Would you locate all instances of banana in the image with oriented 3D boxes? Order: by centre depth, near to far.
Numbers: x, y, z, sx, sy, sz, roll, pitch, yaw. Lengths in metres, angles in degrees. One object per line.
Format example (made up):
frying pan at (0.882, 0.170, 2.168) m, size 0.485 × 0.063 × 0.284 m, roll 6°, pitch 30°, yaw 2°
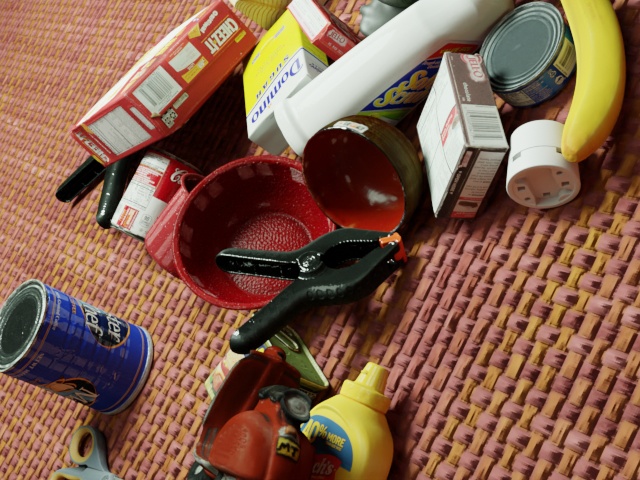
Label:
banana at (0.207, -0.143, 0.834) m, size 0.037 × 0.069 × 0.198 m, roll 116°, pitch 154°, yaw -61°

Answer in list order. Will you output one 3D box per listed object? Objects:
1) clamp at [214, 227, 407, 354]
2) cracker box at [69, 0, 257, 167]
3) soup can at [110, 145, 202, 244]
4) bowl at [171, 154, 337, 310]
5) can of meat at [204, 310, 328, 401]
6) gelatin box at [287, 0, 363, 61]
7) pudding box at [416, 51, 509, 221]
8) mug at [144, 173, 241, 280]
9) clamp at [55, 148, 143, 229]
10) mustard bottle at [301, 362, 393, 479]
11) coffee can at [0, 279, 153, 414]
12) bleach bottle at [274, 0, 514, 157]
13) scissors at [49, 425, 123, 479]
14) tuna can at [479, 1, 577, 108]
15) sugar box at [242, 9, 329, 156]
clamp at (-0.014, 0.026, 0.931) m, size 0.171 × 0.039 × 0.120 m, roll -22°, pitch 48°, yaw -6°
cracker box at (-0.184, -0.175, 1.226) m, size 0.164 × 0.072 × 0.214 m, roll -51°, pitch 18°, yaw -23°
soup can at (-0.188, -0.047, 1.214) m, size 0.069 × 0.068 × 0.102 m, roll 19°, pitch 81°, yaw 52°
bowl at (-0.057, 0.001, 1.012) m, size 0.162 × 0.055 × 0.162 m, roll -7°, pitch 62°, yaw 13°
can of meat at (-0.051, 0.127, 0.951) m, size 0.084 × 0.057 × 0.102 m, roll -53°, pitch 37°, yaw 13°
gelatin box at (0.012, -0.212, 1.094) m, size 0.030 × 0.073 × 0.089 m, roll -47°, pitch 38°, yaw 14°
pudding box at (0.115, -0.087, 0.888) m, size 0.090 × 0.039 × 0.113 m, roll 107°, pitch 164°, yaw -49°
mug at (-0.121, -0.001, 1.099) m, size 0.082 × 0.093 × 0.117 m, roll -50°, pitch 56°, yaw 19°
clamp at (-0.265, -0.119, 1.376) m, size 0.165 × 0.036 × 0.210 m, roll 14°, pitch 75°, yaw 51°
mustard bottle at (0.008, 0.187, 0.842) m, size 0.096 × 0.058 × 0.191 m, roll 13°, pitch 75°, yaw 57°
coffee can at (-0.264, 0.115, 1.132) m, size 0.103 × 0.140 × 0.103 m, roll -28°, pitch 47°, yaw 34°
bleach bottle at (0.079, -0.166, 0.962) m, size 0.251 × 0.102 × 0.068 m, roll -39°, pitch 65°, yaw 26°
scissors at (-0.217, 0.232, 1.103) m, size 0.202 × 0.016 × 0.096 m, roll -17°, pitch 54°, yaw 41°
tuna can at (0.176, -0.156, 0.900) m, size 0.086 × 0.033 × 0.086 m, roll -28°, pitch 47°, yaw 35°
sugar box at (-0.037, -0.171, 1.119) m, size 0.093 × 0.048 × 0.176 m, roll -45°, pitch 26°, yaw 22°
